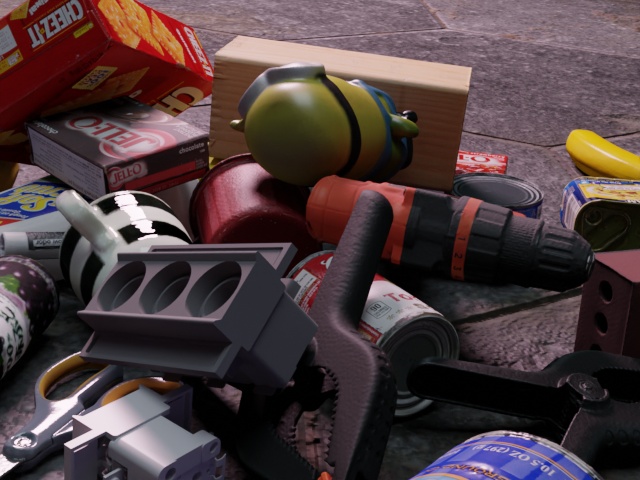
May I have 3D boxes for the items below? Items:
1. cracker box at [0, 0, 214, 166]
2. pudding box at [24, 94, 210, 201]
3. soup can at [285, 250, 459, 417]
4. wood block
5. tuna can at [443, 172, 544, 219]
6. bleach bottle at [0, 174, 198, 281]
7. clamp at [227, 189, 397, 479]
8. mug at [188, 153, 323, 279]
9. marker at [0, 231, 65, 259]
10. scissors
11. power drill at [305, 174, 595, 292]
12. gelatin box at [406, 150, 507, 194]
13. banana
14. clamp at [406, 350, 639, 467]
[{"bbox_3d":[-0.197,-0.126,0.872,0.164,0.072,0.213,-29,-10,14],"label":"cracker box"},{"bbox_3d":[-0.149,-0.067,0.782,0.089,0.039,0.114,-22,33,-37],"label":"pudding box"},{"bbox_3d":[0.027,0.055,0.646,0.068,0.068,0.102,-11,26,-31],"label":"soup can"},{"bbox_3d":[0.017,-0.108,0.902,0.206,0.091,0.090,9,22,6],"label":"wood block"},{"bbox_3d":[0.148,-0.030,0.920,0.086,0.034,0.086,3,22,-1],"label":"tuna can"},{"bbox_3d":[-0.207,-0.002,0.762,0.103,0.068,0.250,20,29,35],"label":"bleach bottle"},{"bbox_3d":[-0.003,0.063,0.578,0.164,0.036,0.210,-38,35,5],"label":"clamp"},{"bbox_3d":[-0.055,0.001,0.757,0.117,0.093,0.081,-24,29,1],"label":"mug"},{"bbox_3d":[-0.155,0.003,0.725,0.120,0.020,0.020,-1,22,-28],"label":"marker"},{"bbox_3d":[-0.134,0.109,0.558,0.096,0.016,0.201,7,22,7],"label":"scissors"},{"bbox_3d":[0.098,-0.003,0.737,0.184,0.057,0.187,15,2,16],"label":"power drill"},{"bbox_3d":[0.129,-0.062,1.003,0.089,0.030,0.073,8,22,10],"label":"gelatin box"},{"bbox_3d":[0.295,-0.078,1.058,0.069,0.037,0.198,-3,23,-14],"label":"banana"},{"bbox_3d":[0.135,0.092,0.604,0.171,0.039,0.120,-11,43,-41],"label":"clamp"}]
